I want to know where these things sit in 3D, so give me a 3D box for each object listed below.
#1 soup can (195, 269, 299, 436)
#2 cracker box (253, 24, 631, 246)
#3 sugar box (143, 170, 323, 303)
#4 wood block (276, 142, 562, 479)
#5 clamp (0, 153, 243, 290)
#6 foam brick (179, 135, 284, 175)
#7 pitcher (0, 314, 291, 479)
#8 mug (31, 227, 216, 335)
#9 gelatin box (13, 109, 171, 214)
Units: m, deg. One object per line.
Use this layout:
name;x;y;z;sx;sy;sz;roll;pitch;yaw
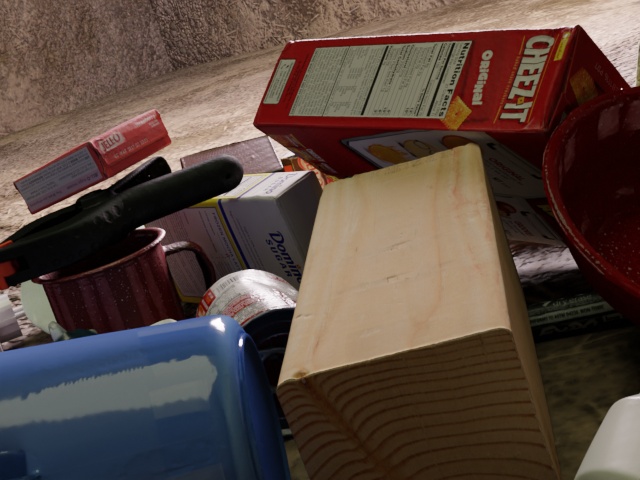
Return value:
soup can;-0.030;0.057;0.584;0.068;0.068;0.102;-20;15;-10
cracker box;0.092;-0.060;0.651;0.214;0.164;0.072;7;72;43
sugar box;-0.055;0.001;0.764;0.177;0.093;0.048;0;31;47
wood block;0.046;0.039;0.482;0.090;0.091;0.206;-15;21;12
clamp;-0.134;-0.018;0.705;0.171;0.039;0.120;-37;17;-36
foam brick;-0.069;-0.043;0.863;0.078;0.053;0.051;-16;43;-7
pitcher;-0.138;0.106;0.412;0.243;0.145;0.149;-13;35;2
mug;-0.126;0.041;0.723;0.117;0.081;0.093;-22;16;-18
gelatin box;-0.158;-0.055;0.742;0.089;0.030;0.073;-21;11;38
